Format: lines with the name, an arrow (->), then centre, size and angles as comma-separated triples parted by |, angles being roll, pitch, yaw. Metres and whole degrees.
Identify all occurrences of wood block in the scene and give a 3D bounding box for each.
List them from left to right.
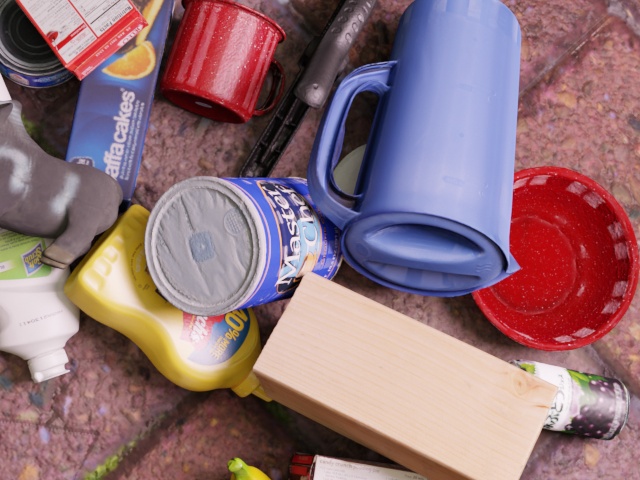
wood block -> 0.064, 0.116, 0.812 | 0.206, 0.090, 0.090 | 24, 72, 15

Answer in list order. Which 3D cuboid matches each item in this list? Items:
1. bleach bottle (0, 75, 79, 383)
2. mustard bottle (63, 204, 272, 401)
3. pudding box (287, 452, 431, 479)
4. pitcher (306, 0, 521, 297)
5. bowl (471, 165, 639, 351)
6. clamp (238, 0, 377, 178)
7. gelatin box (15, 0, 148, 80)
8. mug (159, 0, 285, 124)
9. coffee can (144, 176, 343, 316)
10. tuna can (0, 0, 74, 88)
bleach bottle -> -0.263, -0.006, 0.853 | 0.102, 0.068, 0.251 | -19, 88, -13
mustard bottle -> -0.107, 0.065, 0.864 | 0.191, 0.058, 0.096 | 42, 47, -13
pudding box -> 0.036, 0.198, 0.866 | 0.113, 0.090, 0.039 | 10, 79, -10
pitcher -> 0.091, -0.089, 0.878 | 0.145, 0.149, 0.242 | -2, 59, 25
bowl -> 0.195, 0.018, 0.942 | 0.162, 0.055, 0.162 | 2, 81, -11
clamp -> -0.003, -0.143, 0.907 | 0.036, 0.165, 0.209 | 32, 54, -8
gelatin box -> -0.191, -0.184, 0.853 | 0.073, 0.030, 0.089 | -39, 72, 2
mug -> -0.078, -0.146, 0.904 | 0.117, 0.093, 0.081 | 25, 80, -44
coffee can -> -0.055, 0.001, 0.835 | 0.103, 0.140, 0.103 | 2, 94, 27
tuna can -> -0.238, -0.174, 0.897 | 0.086, 0.034, 0.086 | 2, 81, -11
